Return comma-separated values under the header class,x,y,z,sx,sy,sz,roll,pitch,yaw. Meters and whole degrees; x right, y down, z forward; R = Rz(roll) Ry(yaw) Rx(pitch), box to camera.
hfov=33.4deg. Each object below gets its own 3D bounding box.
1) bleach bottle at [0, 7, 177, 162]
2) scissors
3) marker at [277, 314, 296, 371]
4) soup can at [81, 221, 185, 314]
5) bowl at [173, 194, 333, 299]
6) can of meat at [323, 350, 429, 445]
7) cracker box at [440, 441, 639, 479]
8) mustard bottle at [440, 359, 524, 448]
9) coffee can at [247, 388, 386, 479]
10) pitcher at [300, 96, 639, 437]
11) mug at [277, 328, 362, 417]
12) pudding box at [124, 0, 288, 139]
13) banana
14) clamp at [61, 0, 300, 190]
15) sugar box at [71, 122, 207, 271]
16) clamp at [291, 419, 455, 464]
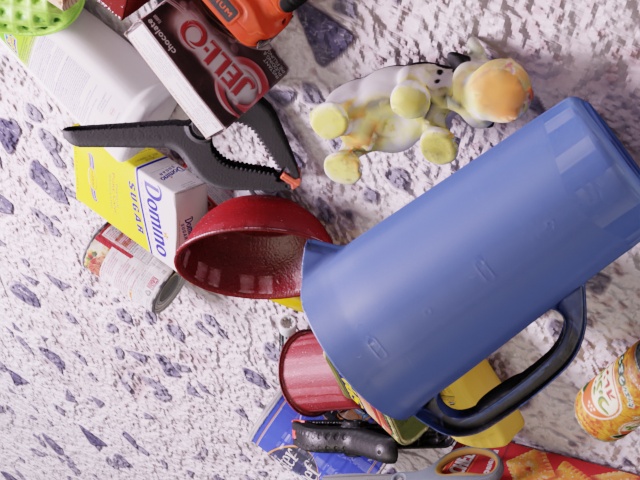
class,x,y,z,sx,sy,sz,roll,pitch,yaw
bleach bottle,-0.250,-0.193,1.016,0.251,0.068,0.103,43,136,3
scissors,0.088,0.256,1.059,0.202,0.096,0.016,-19,137,24
marker,-0.037,0.119,1.175,0.020,0.020,0.121,30,150,16
soup can,-0.209,0.029,1.210,0.102,0.068,0.069,32,144,11
bowl,-0.057,0.001,1.011,0.162,0.055,0.162,1,154,0
can of meat,0.059,0.130,0.986,0.084,0.057,0.102,39,162,40
cracker box,0.239,0.289,1.066,0.214,0.072,0.164,9,132,39
mustard bottle,0.112,0.106,0.997,0.096,0.058,0.191,8,135,59
coffee can,0.005,0.220,1.183,0.140,0.102,0.103,36,145,7
pitcher,0.120,0.019,0.756,0.243,0.145,0.149,-37,137,18
mug,0.025,0.139,1.098,0.082,0.093,0.117,-13,136,44
pudding box,-0.093,-0.155,0.885,0.113,0.090,0.039,51,144,-12
banana,-0.073,0.046,1.126,0.198,0.037,0.069,17,138,31
clamp,-0.102,-0.116,0.943,0.210,0.036,0.165,26,107,-9
sugar box,-0.184,-0.049,1.076,0.176,0.048,0.093,33,134,37
clamp,0.036,0.199,1.067,0.172,0.120,0.039,-5,81,28
